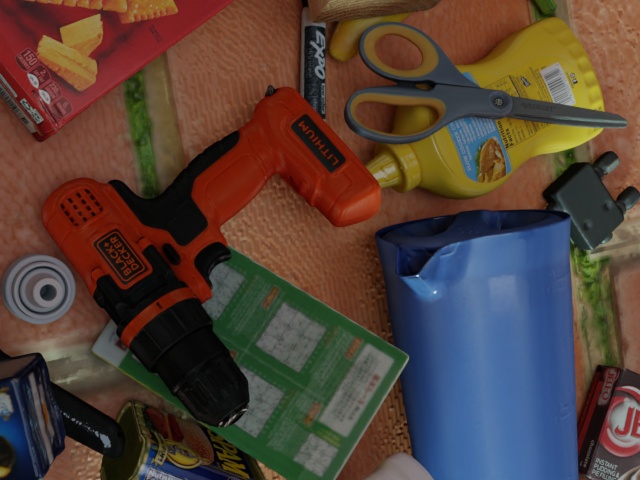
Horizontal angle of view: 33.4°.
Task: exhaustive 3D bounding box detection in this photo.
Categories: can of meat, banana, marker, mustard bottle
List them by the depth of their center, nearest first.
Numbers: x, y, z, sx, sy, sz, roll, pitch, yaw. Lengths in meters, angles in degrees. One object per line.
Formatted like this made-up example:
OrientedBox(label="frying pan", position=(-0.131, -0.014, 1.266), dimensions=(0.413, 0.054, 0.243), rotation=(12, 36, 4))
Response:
OrientedBox(label="can of meat", position=(-0.089, 0.148, 0.672), dimensions=(0.083, 0.102, 0.057), rotation=(25, 94, -18))
OrientedBox(label="marker", position=(-0.005, -0.130, 0.745), dimensions=(0.020, 0.020, 0.121), rotation=(0, 91, -22))
OrientedBox(label="mustard bottle", position=(0.112, -0.084, 0.772), dimensions=(0.191, 0.058, 0.096), rotation=(-28, 100, -20))
OrientedBox(label="banana", position=(0.091, -0.183, 0.773), dimensions=(0.197, 0.037, 0.069), rotation=(-16, 97, -21))

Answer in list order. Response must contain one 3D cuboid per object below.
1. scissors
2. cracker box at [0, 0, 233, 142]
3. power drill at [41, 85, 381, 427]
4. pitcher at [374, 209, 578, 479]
OrientedBox(label="scissors", position=(0.110, -0.111, 0.737), dimensions=(0.201, 0.016, 0.096), rotation=(-8, 76, -14))
OrientedBox(label="cracker box", position=(-0.137, -0.189, 0.661), dimensions=(0.213, 0.072, 0.164), rotation=(-41, 106, -17))
OrientedBox(label="power drill", position=(-0.054, 0.001, 0.674), dimensions=(0.187, 0.057, 0.184), rotation=(-35, 77, -20))
OrientedBox(label="pitcher", position=(0.123, 0.098, 0.753), dimensions=(0.149, 0.145, 0.243), rotation=(-8, 98, -7))
